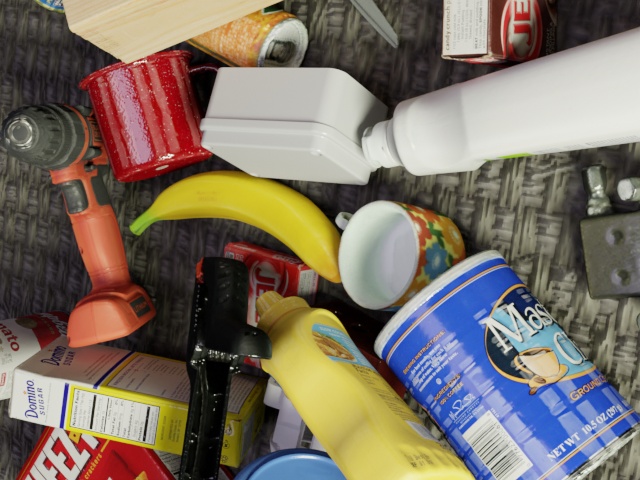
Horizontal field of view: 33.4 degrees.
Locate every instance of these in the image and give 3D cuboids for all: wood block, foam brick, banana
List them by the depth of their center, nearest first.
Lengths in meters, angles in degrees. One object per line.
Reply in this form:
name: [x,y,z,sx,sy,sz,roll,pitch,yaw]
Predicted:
wood block: [-0.071,-0.207,0.724,0.206,0.090,0.091,-19,78,14]
foam brick: [0.021,0.084,0.762,0.078,0.052,0.051,28,110,30]
banana: [-0.053,-0.017,0.805,0.198,0.037,0.069,11,77,32]

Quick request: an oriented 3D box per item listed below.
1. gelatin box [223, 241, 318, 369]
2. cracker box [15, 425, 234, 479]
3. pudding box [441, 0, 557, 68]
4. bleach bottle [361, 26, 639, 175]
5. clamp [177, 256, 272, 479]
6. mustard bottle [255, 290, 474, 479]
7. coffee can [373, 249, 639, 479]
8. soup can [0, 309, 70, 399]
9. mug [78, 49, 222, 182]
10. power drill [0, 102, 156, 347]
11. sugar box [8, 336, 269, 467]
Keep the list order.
gelatin box: [-0.042,0.051,0.817,0.073,0.030,0.089,15,104,33]
cracker box: [-0.153,0.230,0.888,0.214,0.071,0.164,46,118,24]
pudding box: [0.111,-0.163,0.650,0.039,0.089,0.113,2,96,36]
bleach bottle: [0.132,-0.078,0.635,0.251,0.102,0.068,-9,87,35]
clamp: [-0.066,0.068,0.715,0.210,0.036,0.165,-95,23,-50]
mustard bottle: [0.014,0.097,0.671,0.058,0.096,0.192,-48,53,9]
coffee can: [0.115,0.091,0.665,0.140,0.102,0.103,52,120,20]
soup can: [-0.265,0.101,0.936,0.069,0.102,0.068,4,97,35]
mug: [-0.120,-0.098,0.829,0.117,0.093,0.081,-17,90,9]
power drill: [-0.187,-0.016,0.836,0.057,0.184,0.187,-12,93,6]
sugar box: [-0.134,0.120,0.810,0.176,0.093,0.048,9,102,8]
